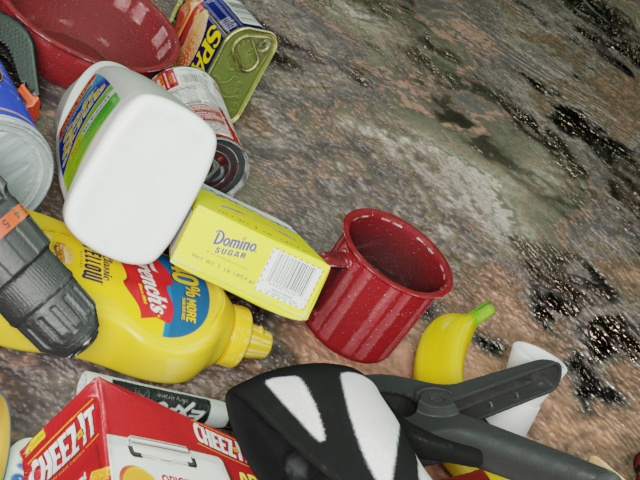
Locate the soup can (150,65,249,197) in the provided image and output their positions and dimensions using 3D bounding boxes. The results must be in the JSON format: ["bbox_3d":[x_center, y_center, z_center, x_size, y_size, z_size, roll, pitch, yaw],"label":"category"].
[{"bbox_3d":[-0.101,-0.084,0.847,0.068,0.069,0.102,12,36,-32],"label":"soup can"}]

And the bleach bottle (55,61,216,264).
[{"bbox_3d":[-0.144,-0.067,0.725,0.068,0.102,0.251,29,3,-26],"label":"bleach bottle"}]

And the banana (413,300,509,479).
[{"bbox_3d":[0.102,0.116,0.763,0.198,0.070,0.037,-93,161,-47],"label":"banana"}]

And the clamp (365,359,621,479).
[{"bbox_3d":[0.079,0.119,0.674,0.210,0.036,0.164,1,19,-9],"label":"clamp"}]

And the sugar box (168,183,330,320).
[{"bbox_3d":[-0.055,0.001,0.722,0.093,0.048,0.176,26,6,-13],"label":"sugar box"}]

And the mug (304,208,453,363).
[{"bbox_3d":[0.029,0.035,0.784,0.117,0.082,0.093,6,40,-39],"label":"mug"}]

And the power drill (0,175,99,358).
[{"bbox_3d":[-0.219,0.029,0.519,0.184,0.057,0.187,48,48,-9],"label":"power drill"}]

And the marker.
[{"bbox_3d":[-0.087,0.100,0.645,0.121,0.020,0.020,17,34,-26],"label":"marker"}]

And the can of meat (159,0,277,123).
[{"bbox_3d":[-0.095,-0.165,0.936,0.057,0.102,0.084,0,42,-44],"label":"can of meat"}]

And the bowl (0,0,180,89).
[{"bbox_3d":[-0.201,-0.171,0.889,0.162,0.055,0.162,24,32,-16],"label":"bowl"}]

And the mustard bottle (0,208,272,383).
[{"bbox_3d":[-0.118,0.042,0.661,0.191,0.058,0.096,19,31,-24],"label":"mustard bottle"}]

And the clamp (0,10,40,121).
[{"bbox_3d":[-0.263,-0.161,0.791,0.171,0.039,0.120,38,74,0],"label":"clamp"}]

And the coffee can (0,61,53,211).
[{"bbox_3d":[-0.241,-0.080,0.674,0.102,0.103,0.140,1,43,-43],"label":"coffee can"}]
